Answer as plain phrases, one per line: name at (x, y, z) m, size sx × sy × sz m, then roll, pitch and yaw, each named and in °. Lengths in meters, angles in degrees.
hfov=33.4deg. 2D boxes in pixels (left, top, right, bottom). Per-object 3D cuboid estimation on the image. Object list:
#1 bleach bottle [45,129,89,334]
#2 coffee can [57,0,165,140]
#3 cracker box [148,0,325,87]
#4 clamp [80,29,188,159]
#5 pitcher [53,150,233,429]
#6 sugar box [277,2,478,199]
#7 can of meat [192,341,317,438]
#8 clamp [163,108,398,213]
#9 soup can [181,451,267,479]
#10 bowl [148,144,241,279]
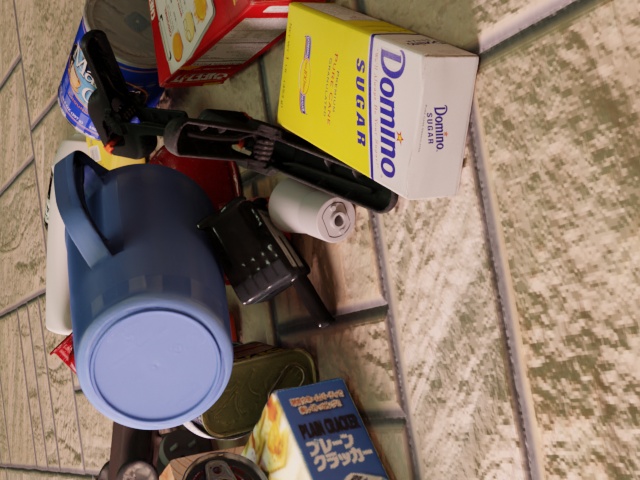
bleach bottle at (-0.267, -0.018, 1.250) m, size 0.068 × 0.102 × 0.251 m, roll 8°, pitch 96°, yaw 54°
coffee can at (-0.200, -0.178, 1.070) m, size 0.140 × 0.102 × 0.103 m, roll -50°, pitch 52°, yaw 54°
cracker box at (-0.078, -0.233, 0.867) m, size 0.214 × 0.072 × 0.164 m, roll -19°, pitch 78°, yaw 62°
clamp at (-0.173, -0.114, 0.990) m, size 0.120 × 0.039 × 0.172 m, roll 46°, pitch 160°, yaw 9°
pitcher at (-0.140, 0.032, 0.824) m, size 0.243 × 0.149 × 0.145 m, roll -116°, pitch 37°, yaw -65°
sugar box at (0.031, -0.098, 0.714) m, size 0.176 × 0.048 × 0.093 m, roll 37°, pitch 127°, yaw 55°
can of meat at (-0.065, 0.119, 0.877) m, size 0.084 × 0.101 × 0.057 m, roll 2°, pitch 102°, yaw 64°
clamp at (-0.034, -0.065, 0.791) m, size 0.210 × 0.164 × 0.036 m, roll -119°, pitch 47°, yaw -77°
soup can at (-0.081, 0.218, 0.816) m, size 0.068 × 0.068 × 0.102 m, roll 61°, pitch 147°, yaw 37°
bowl at (-0.131, -0.033, 1.019) m, size 0.162 × 0.055 × 0.162 m, roll 17°, pitch 110°, yaw 60°
